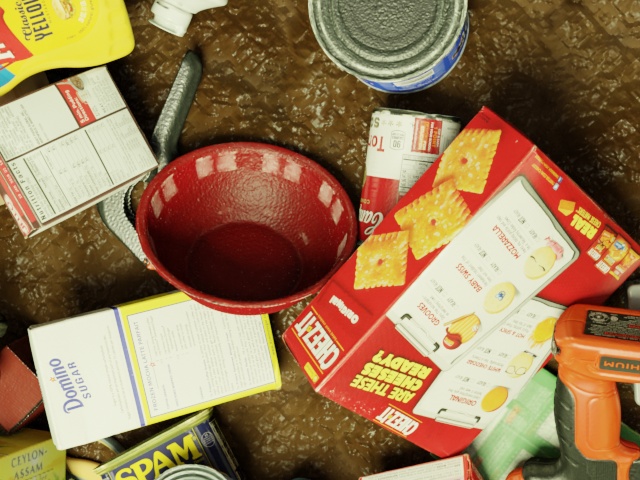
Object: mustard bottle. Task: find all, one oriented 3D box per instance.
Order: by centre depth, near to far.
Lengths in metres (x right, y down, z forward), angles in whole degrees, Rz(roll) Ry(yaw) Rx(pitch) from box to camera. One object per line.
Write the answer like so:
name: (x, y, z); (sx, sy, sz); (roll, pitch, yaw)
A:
mustard bottle: (-0.233, -0.148, 0.740); (0.191, 0.058, 0.096); (-21, 113, -14)

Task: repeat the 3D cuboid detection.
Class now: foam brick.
foam brick: (-0.232, 0.110, 0.844); (0.053, 0.078, 0.051); (45, 99, 0)

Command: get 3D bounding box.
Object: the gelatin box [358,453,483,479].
gelatin box: (0.083, 0.199, 0.805); (0.089, 0.030, 0.073); (-18, 132, 18)

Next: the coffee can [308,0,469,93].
coffee can: (0.052, -0.158, 0.747); (0.103, 0.140, 0.103); (1, 95, 8)

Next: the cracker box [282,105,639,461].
cracker box: (0.103, 0.037, 0.752); (0.214, 0.072, 0.164); (-48, 130, 9)

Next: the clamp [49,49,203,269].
clamp: (-0.151, -0.063, 0.836); (0.120, 0.039, 0.171); (2, 95, 10)

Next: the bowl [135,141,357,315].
bowl: (-0.055, 0.001, 0.794); (0.162, 0.162, 0.055); (16, 139, 7)

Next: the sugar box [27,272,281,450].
sugar box: (-0.124, 0.088, 0.807); (0.176, 0.048, 0.093); (-13, 92, -16)

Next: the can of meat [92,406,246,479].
can of meat: (-0.111, 0.189, 0.830); (0.102, 0.057, 0.084); (-28, 87, 1)

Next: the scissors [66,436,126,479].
scissors: (-0.138, 0.219, 0.871); (0.202, 0.016, 0.096); (25, 100, 5)

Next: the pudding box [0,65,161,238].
pudding box: (-0.184, -0.066, 0.768); (0.113, 0.039, 0.090); (-32, 97, -35)

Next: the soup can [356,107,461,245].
soup can: (0.066, -0.044, 0.792); (0.068, 0.068, 0.102); (8, 96, 7)
